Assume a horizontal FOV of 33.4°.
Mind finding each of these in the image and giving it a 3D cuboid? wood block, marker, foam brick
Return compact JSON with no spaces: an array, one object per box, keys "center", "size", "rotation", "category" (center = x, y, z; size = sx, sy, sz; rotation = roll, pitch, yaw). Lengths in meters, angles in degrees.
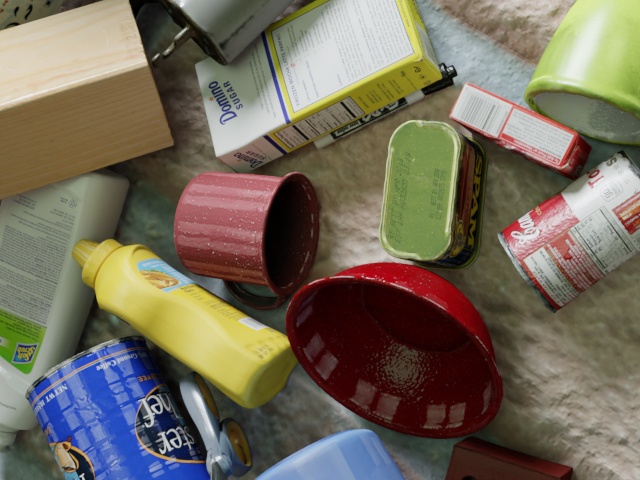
[{"center":[-0.228,-0.101,0.815],"size":[0.206,0.091,0.090],"rotation":[-18,53,-4],"category":"wood block"},{"center":[0.048,-0.103,0.812],"size":[0.121,0.020,0.020],"rotation":[-24,78,17],"category":"marker"},{"center":[0.130,0.175,0.746],"size":[0.078,0.051,0.053],"rotation":[14,92,20],"category":"foam brick"}]

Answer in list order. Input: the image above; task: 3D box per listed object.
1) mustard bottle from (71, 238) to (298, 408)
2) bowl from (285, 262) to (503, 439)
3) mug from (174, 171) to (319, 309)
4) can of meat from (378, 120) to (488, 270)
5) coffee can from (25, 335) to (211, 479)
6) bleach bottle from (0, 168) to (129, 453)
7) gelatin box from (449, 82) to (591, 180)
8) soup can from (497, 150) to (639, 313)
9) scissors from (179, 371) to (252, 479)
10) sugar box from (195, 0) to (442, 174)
[{"center":[-0.111,0.054,0.812],"size":[0.192,0.096,0.058],"rotation":[32,99,15],"category":"mustard bottle"},{"center":[0.059,0.067,0.751],"size":[0.162,0.162,0.055],"rotation":[16,48,20],"category":"bowl"},{"center":[-0.055,0.001,0.815],"size":[0.082,0.093,0.117],"rotation":[7,125,25],"category":"mug"},{"center":[0.081,-0.032,0.761],"size":[0.057,0.083,0.102],"rotation":[5,88,20],"category":"can of meat"},{"center":[-0.151,0.159,0.824],"size":[0.103,0.102,0.140],"rotation":[-33,76,15],"category":"coffee can"},{"center":[-0.242,0.052,0.887],"size":[0.103,0.068,0.251],"rotation":[21,96,20],"category":"bleach bottle"},{"center":[0.141,-0.074,0.747],"size":[0.089,0.073,0.030],"rotation":[28,97,19],"category":"gelatin box"},{"center":[0.182,-0.006,0.730],"size":[0.102,0.068,0.068],"rotation":[-36,75,14],"category":"soup can"},{"center":[-0.080,0.139,0.747],"size":[0.016,0.201,0.096],"rotation":[-32,86,1],"category":"scissors"},{"center":[-0.005,-0.128,0.812],"size":[0.176,0.048,0.093],"rotation":[-25,62,20],"category":"sugar box"}]
